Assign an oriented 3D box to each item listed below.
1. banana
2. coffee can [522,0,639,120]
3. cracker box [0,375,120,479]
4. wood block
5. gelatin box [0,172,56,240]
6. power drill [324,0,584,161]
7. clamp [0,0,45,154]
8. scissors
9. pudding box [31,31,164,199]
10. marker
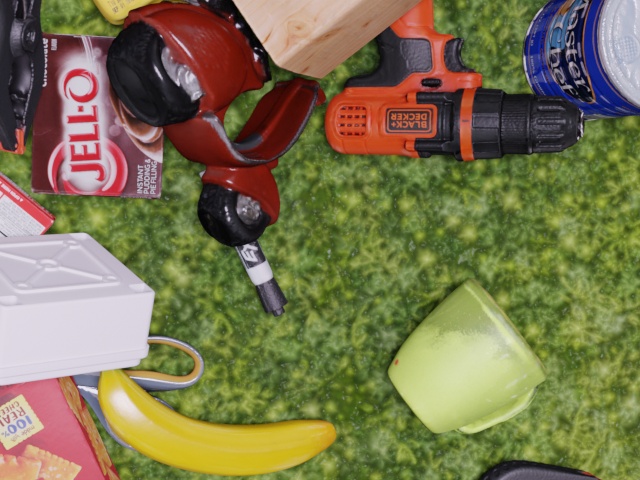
[{"bbox_3d":[-0.082,0.135,0.771,0.197,0.037,0.069,25,96,-23],"label":"banana"},{"bbox_3d":[0.218,-0.139,0.764,0.102,0.140,0.103,-1,94,-10],"label":"coffee can"},{"bbox_3d":[-0.219,0.196,0.740,0.164,0.072,0.213,-23,101,-5],"label":"cracker box"},{"bbox_3d":[0.043,-0.206,0.695,0.206,0.090,0.091,-36,81,17],"label":"wood block"},{"bbox_3d":[-0.243,-0.005,0.749,0.073,0.030,0.089,41,87,-12],"label":"gelatin box"},{"bbox_3d":[0.095,-0.150,0.757,0.184,0.057,0.187,2,90,15],"label":"power drill"},{"bbox_3d":[-0.203,-0.136,0.668,0.039,0.120,0.171,11,105,16],"label":"clamp"},{"bbox_3d":[-0.185,0.112,0.775,0.201,0.016,0.096,-3,95,-10],"label":"scissors"},{"bbox_3d":[-0.156,-0.087,0.753,0.090,0.039,0.113,2,93,-9],"label":"pudding box"},{"bbox_3d":[-0.055,0.001,0.788,0.020,0.020,0.121,-26,98,-7],"label":"marker"}]
